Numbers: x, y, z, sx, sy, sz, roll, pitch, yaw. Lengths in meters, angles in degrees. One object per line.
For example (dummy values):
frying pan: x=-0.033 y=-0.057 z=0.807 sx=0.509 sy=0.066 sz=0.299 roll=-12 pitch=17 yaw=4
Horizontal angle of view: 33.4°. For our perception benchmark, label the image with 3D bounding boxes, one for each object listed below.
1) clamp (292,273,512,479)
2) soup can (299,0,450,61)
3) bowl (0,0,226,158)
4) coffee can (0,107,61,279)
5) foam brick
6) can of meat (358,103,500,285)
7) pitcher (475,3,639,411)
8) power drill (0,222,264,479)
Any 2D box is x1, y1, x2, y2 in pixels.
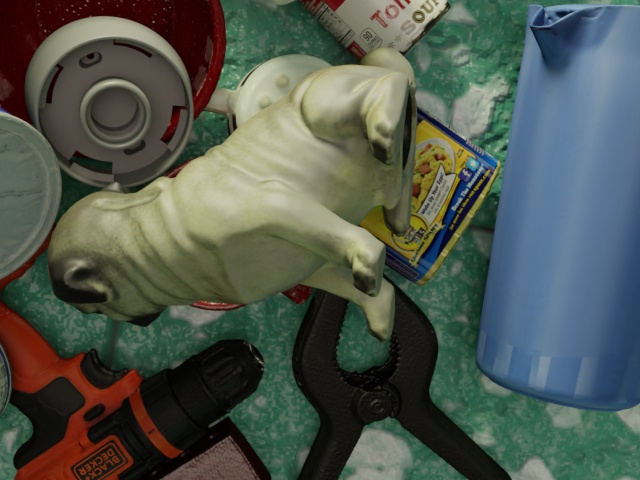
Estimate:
clamp: x=0.045 y=0.104 z=0.695 sx=0.164 sy=0.036 sz=0.210 roll=-6 pitch=106 yaw=-7
soup can: x=0.025 y=-0.162 z=0.680 sx=0.102 sy=0.068 sz=0.068 roll=45 pitch=88 yaw=-6
bowl: x=-0.137 y=-0.134 z=0.658 sx=0.162 sy=0.055 sz=0.162 roll=0 pitch=116 yaw=0
coffee can: x=-0.228 y=-0.047 z=0.611 sx=0.102 sy=0.140 sz=0.103 roll=-25 pitch=130 yaw=-34
foam brick: x=-0.077 y=0.160 z=0.692 sx=0.078 sy=0.053 sz=0.051 roll=-32 pitch=95 yaw=-3
can of meat: x=0.056 y=-0.033 z=0.694 sx=0.084 sy=0.057 sz=0.102 roll=34 pitch=89 yaw=-7
pitcher: x=0.182 y=-0.021 z=0.678 sx=0.149 sy=0.145 sz=0.243 roll=12 pitch=95 yaw=7
power drill: x=-0.153 y=0.067 z=0.673 sx=0.184 sy=0.057 sz=0.187 roll=-35 pitch=94 yaw=4
